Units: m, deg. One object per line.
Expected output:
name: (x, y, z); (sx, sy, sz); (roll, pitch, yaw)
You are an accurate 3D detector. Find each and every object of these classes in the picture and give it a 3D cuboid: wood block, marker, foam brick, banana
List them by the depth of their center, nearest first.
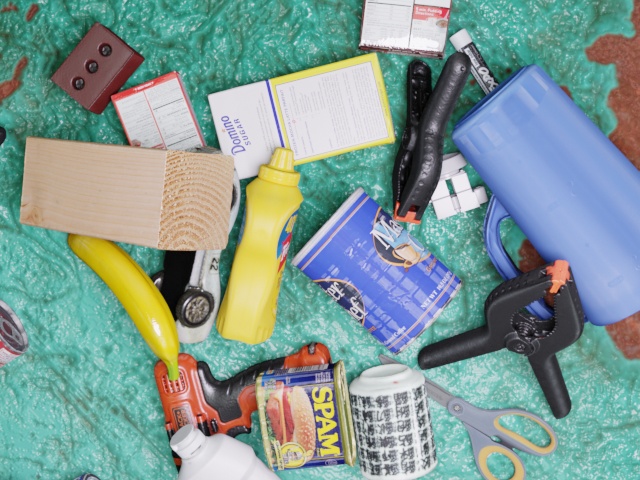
wood block: (-0.190, -0.047, 1.032); (0.206, 0.090, 0.091); (8, 95, 39)
banana: (-0.197, 0.051, 1.077); (0.198, 0.037, 0.070); (52, 132, 19)
marker: (0.171, -0.159, 1.085); (0.020, 0.020, 0.121); (-32, 91, 5)
foam brick: (-0.228, -0.176, 1.096); (0.053, 0.051, 0.078); (40, 96, 1)

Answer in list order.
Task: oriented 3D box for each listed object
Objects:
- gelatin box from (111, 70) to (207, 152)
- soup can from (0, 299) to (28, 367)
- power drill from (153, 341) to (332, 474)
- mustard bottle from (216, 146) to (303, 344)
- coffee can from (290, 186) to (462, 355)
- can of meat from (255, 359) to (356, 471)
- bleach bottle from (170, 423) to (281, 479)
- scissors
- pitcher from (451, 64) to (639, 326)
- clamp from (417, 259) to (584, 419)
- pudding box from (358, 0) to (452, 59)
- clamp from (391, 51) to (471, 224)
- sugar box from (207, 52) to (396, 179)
gelatin box: (-0.165, -0.121, 1.106); (0.073, 0.030, 0.089); (-21, 92, 4)
soup can: (-0.367, 0.114, 1.117); (0.102, 0.068, 0.068); (-32, 91, 6)
power drill: (-0.067, 0.192, 1.106); (0.187, 0.057, 0.184); (-14, 96, 4)
mustard bottle: (-0.057, 0.001, 1.065); (0.058, 0.096, 0.192); (14, 100, 4)
coffee can: (0.056, 0.031, 1.064); (0.140, 0.103, 0.103); (43, 95, 0)
can of meat: (-0.014, 0.173, 1.044); (0.084, 0.057, 0.102); (-7, 97, 7)
bleach bottle: (-0.068, 0.284, 1.069); (0.102, 0.068, 0.250); (-36, 110, 6)
scissors: (0.144, 0.194, 1.112); (0.202, 0.016, 0.096); (18, 100, 8)
pitcher: (0.232, -0.040, 1.027); (0.149, 0.145, 0.243); (-43, 93, -25)
clamp: (0.186, 0.091, 1.038); (0.164, 0.036, 0.210); (15, 138, 7)
pudding box: (0.088, -0.244, 1.076); (0.090, 0.039, 0.113); (7, 92, 4)
clamp: (0.099, -0.105, 1.051); (0.039, 0.120, 0.171); (15, 100, -12)
sugar box: (-0.018, -0.125, 1.088); (0.176, 0.048, 0.093); (-12, 95, 8)
